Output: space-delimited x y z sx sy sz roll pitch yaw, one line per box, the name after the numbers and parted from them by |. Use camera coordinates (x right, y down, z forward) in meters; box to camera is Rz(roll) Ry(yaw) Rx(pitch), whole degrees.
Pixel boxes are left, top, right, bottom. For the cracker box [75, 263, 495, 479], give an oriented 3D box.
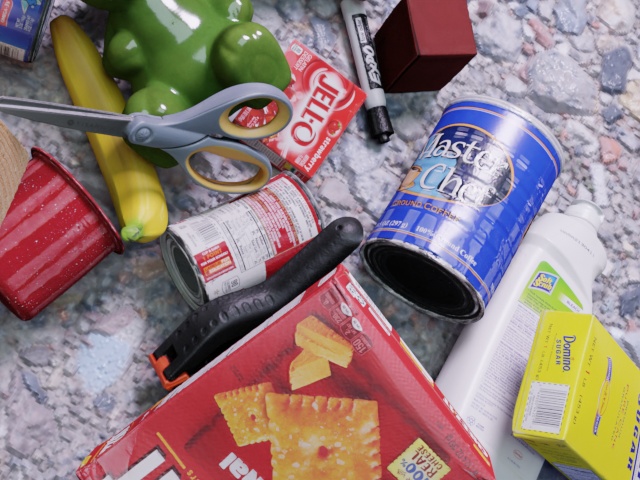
-0.022 0.144 0.686 0.214 0.072 0.164 -37 90 6 | cracker box

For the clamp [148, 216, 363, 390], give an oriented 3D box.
-0.034 0.057 0.753 0.171 0.120 0.039 -30 52 -3 | clamp

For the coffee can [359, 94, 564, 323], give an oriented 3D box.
0.107 -0.024 0.800 0.102 0.103 0.140 35 69 -7 | coffee can

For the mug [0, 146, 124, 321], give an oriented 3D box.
-0.199 -0.008 0.713 0.081 0.093 0.117 -42 61 -18 | mug

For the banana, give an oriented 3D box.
-0.144 -0.071 0.748 0.037 0.069 0.198 -22 64 -7 | banana

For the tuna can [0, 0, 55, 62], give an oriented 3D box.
-0.205 -0.169 0.746 0.033 0.086 0.086 18 72 -15 | tuna can

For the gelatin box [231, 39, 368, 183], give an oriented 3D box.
-0.016 -0.098 0.819 0.073 0.030 0.089 37 69 -6 | gelatin box

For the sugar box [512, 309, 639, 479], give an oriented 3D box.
0.201 0.128 0.773 0.176 0.048 0.093 39 63 -44 | sugar box

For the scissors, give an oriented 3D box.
-0.097 -0.082 0.677 0.201 0.096 0.016 23 28 -43 | scissors

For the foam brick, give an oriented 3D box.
0.081 -0.154 0.839 0.051 0.078 0.053 -5 78 -18 | foam brick

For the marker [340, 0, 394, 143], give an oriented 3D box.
0.037 -0.135 0.851 0.020 0.020 0.121 -9 80 -20 | marker

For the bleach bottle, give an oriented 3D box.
0.162 0.076 0.816 0.102 0.068 0.250 39 65 -14 | bleach bottle

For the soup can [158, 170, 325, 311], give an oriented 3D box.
-0.055 0.001 0.761 0.102 0.069 0.068 -26 86 -21 | soup can
